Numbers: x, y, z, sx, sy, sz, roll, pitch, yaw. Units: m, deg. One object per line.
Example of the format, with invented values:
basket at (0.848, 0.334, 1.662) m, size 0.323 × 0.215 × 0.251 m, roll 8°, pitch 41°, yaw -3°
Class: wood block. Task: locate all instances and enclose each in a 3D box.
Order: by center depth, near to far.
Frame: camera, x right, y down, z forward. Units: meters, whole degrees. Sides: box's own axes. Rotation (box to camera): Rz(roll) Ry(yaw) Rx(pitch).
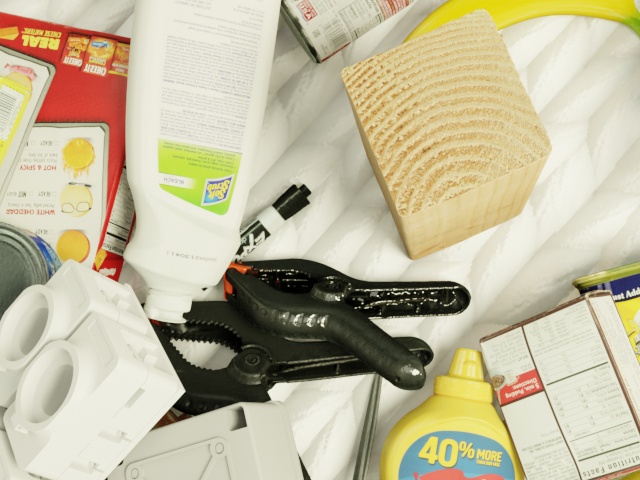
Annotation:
wood block at (0.078, -0.055, 0.668) m, size 0.090 × 0.206 × 0.091 m, roll -23°, pitch 80°, yaw 3°

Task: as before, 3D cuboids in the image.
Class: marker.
marker at (-0.055, 0.001, 0.772) m, size 0.121 × 0.020 × 0.020 m, roll -40°, pitch 80°, yaw 0°

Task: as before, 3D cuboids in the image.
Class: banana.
banana at (0.137, -0.158, 0.761) m, size 0.198 × 0.037 × 0.069 m, roll -12°, pitch 80°, yaw 5°

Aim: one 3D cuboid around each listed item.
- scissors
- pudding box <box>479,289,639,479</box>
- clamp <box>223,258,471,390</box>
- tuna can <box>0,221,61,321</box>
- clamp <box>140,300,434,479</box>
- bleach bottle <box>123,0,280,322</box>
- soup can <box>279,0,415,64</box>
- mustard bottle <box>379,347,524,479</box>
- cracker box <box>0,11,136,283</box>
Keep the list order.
scissors at (0.014, 0.198, 0.730) m, size 0.016 × 0.096 × 0.201 m, roll 19°, pitch 52°, yaw -15°
pudding box at (0.162, 0.100, 0.685) m, size 0.090 × 0.039 × 0.113 m, roll -28°, pitch 74°, yaw 35°
clamp at (0.017, 0.043, 0.733) m, size 0.172 × 0.120 × 0.039 m, roll 20°, pitch 116°, yaw 25°
tuna can at (-0.215, 0.031, 0.709) m, size 0.086 × 0.033 × 0.086 m, roll -1°, pitch 84°, yaw 9°
clamp at (-0.037, 0.088, 0.732) m, size 0.210 × 0.036 × 0.164 m, roll 28°, pitch 50°, yaw 23°
bleach bottle at (-0.092, -0.071, 0.717) m, size 0.102 × 0.068 × 0.251 m, roll 9°, pitch 93°, yaw -15°
soup can at (0.022, -0.181, 0.763) m, size 0.102 × 0.068 × 0.068 m, roll -33°, pitch 80°, yaw 2°
mustard bottle at (0.086, 0.168, 0.711) m, size 0.096 × 0.058 × 0.191 m, roll 10°, pitch 82°, yaw -6°
cracker box at (-0.213, -0.050, 0.773) m, size 0.164 × 0.072 × 0.213 m, roll 13°, pitch 85°, yaw 10°
